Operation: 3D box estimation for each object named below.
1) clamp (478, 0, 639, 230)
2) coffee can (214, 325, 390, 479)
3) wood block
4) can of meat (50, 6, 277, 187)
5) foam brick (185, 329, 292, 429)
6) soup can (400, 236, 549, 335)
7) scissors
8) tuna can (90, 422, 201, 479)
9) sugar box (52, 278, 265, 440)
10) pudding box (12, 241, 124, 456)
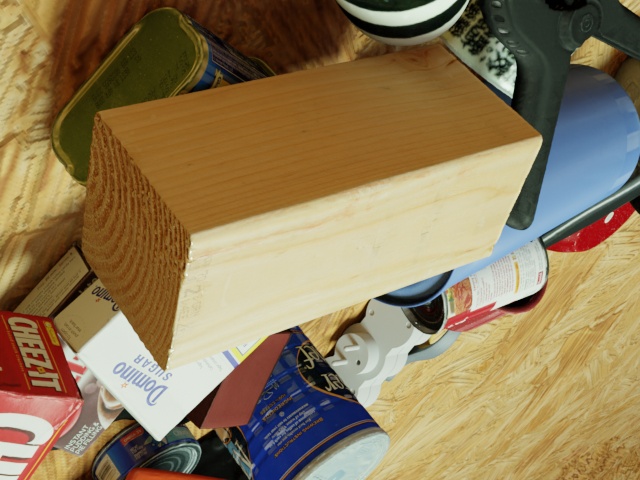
[{"bbox_3d":[0.145,-0.127,0.602,0.164,0.036,0.210,-35,128,-20],"label":"clamp"},{"bbox_3d":[-0.030,0.128,0.809,0.102,0.140,0.103,-31,152,-19],"label":"coffee can"},{"bbox_3d":[-0.004,-0.023,0.534,0.205,0.091,0.090,-17,141,-33],"label":"wood block"},{"bbox_3d":[-0.076,-0.061,0.552,0.102,0.057,0.083,-47,151,11],"label":"can of meat"},{"bbox_3d":[-0.066,0.081,0.721,0.051,0.053,0.078,2,118,-53],"label":"foam brick"},{"bbox_3d":[0.115,0.024,0.819,0.102,0.068,0.069,-19,147,-26],"label":"soup can"},{"bbox_3d":[0.073,0.121,0.992,0.202,0.016,0.096,-55,-163,2],"label":"scissors"},{"bbox_3d":[-0.140,0.179,0.863,0.086,0.034,0.086,-31,152,-19],"label":"tuna can"},{"bbox_3d":[-0.061,0.023,0.622,0.176,0.048,0.093,-41,132,-11],"label":"sugar box"},{"bbox_3d":[-0.147,0.068,0.642,0.113,0.039,0.090,-50,136,2],"label":"pudding box"}]
